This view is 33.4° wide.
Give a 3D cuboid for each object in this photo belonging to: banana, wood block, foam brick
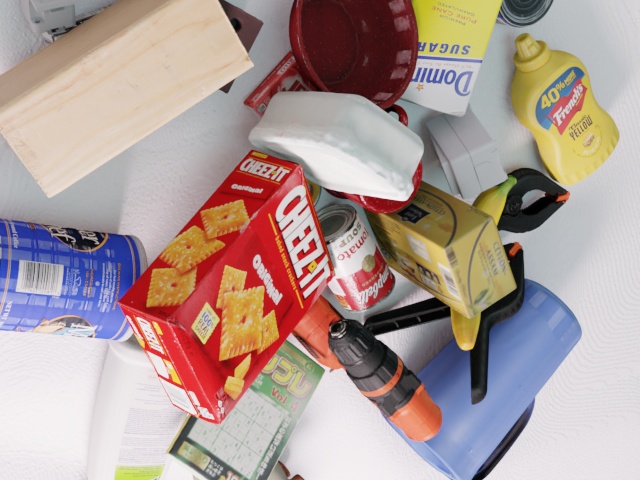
[{"bbox_3d":[0.172,0.023,1.189,0.037,0.070,0.198,14,86,-5],"label":"banana"},{"bbox_3d":[-0.175,-0.139,0.913,0.206,0.091,0.090,-34,120,-6],"label":"wood block"},{"bbox_3d":[-0.100,-0.188,1.011,0.052,0.051,0.078,24,96,-34],"label":"foam brick"}]

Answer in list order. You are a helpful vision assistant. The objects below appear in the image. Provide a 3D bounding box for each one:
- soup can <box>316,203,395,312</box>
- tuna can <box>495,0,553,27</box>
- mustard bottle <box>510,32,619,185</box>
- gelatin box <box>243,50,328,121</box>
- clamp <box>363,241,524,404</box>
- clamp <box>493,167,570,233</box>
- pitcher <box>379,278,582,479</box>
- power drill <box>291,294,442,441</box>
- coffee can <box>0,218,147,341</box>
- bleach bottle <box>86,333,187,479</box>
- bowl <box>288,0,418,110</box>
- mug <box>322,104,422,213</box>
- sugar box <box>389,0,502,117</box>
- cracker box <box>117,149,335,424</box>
[{"bbox_3d":[0.030,0.019,1.153,0.068,0.069,0.102,-38,122,-12],"label":"soup can"},{"bbox_3d":[0.216,-0.276,1.165,0.086,0.034,0.086,-10,113,-26],"label":"tuna can"},{"bbox_3d":[0.271,-0.160,1.225,0.096,0.058,0.191,-42,123,-7],"label":"mustard bottle"},{"bbox_3d":[-0.024,-0.136,1.086,0.073,0.030,0.089,-47,124,-6],"label":"gelatin box"},{"bbox_3d":[0.160,0.075,1.230,0.209,0.165,0.036,-51,152,-28],"label":"clamp"},{"bbox_3d":[0.212,-0.033,1.254,0.171,0.039,0.120,0,115,-22],"label":"clamp"},{"bbox_3d":[0.201,0.170,1.274,0.242,0.145,0.149,-46,167,-10],"label":"pitcher"},{"bbox_3d":[0.031,0.117,1.119,0.057,0.188,0.184,-43,125,-7],"label":"power drill"},{"bbox_3d":[-0.244,0.037,0.985,0.140,0.103,0.103,8,104,-31],"label":"coffee can"},{"bbox_3d":[-0.200,0.213,1.102,0.102,0.068,0.251,10,105,-34],"label":"bleach bottle"},{"bbox_3d":[0.022,-0.203,1.054,0.161,0.055,0.162,2,87,-41],"label":"bowl"},{"bbox_3d":[0.059,-0.088,1.120,0.093,0.082,0.117,22,97,-34],"label":"mug"},{"bbox_3d":[0.132,-0.225,1.114,0.093,0.048,0.176,15,99,-8],"label":"sugar box"},{"bbox_3d":[-0.080,0.045,1.027,0.213,0.072,0.164,-51,143,-30],"label":"cracker box"}]
